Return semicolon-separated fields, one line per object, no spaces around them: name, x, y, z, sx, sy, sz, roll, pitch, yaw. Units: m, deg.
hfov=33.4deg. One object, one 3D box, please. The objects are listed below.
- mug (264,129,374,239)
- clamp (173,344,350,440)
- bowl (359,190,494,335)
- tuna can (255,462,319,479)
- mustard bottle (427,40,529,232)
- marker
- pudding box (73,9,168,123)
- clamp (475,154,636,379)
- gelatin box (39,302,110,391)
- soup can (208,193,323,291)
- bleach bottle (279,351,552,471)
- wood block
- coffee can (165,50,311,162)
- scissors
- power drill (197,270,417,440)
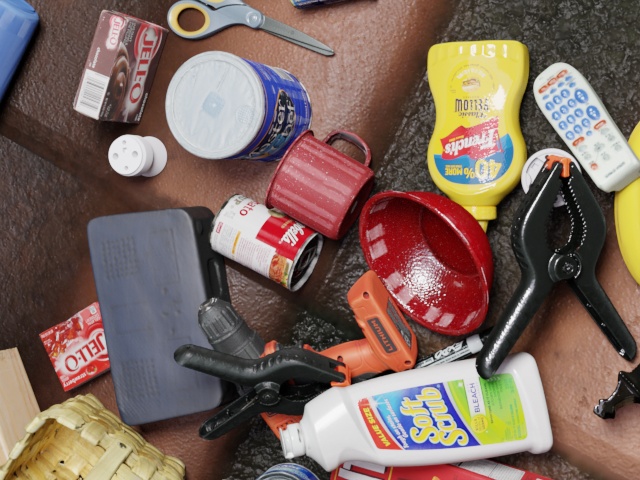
mug;0.008;-0.062;1.087;0.081;0.093;0.117;30;66;11
clamp;-0.059;0.136;1.048;0.171;0.039;0.120;-16;130;9
bowl;0.114;0.011;1.039;0.162;0.055;0.162;34;143;30
tuna can;-0.037;0.284;1.141;0.086;0.033;0.086;1;93;19
mustard bottle;0.153;-0.096;1.042;0.096;0.058;0.191;2;94;21
marker;0.135;0.114;1.080;0.121;0.020;0.020;-28;84;19
pudding box;-0.214;-0.185;1.151;0.039;0.090;0.113;25;101;18
clamp;0.210;0.029;0.983;0.164;0.036;0.210;-12;103;-16
gelatin box;-0.267;0.120;1.216;0.089;0.030;0.073;-28;84;19
soup can;-0.057;0.001;1.116;0.102;0.068;0.068;26;101;17
bleach bottle;0.087;0.176;1.019;0.250;0.068;0.102;-11;86;-8
wood block;-0.373;0.239;1.229;0.091;0.090;0.206;-23;85;18
coffee can;-0.079;-0.132;1.079;0.103;0.140;0.103;1;93;19
scissors;-0.086;-0.225;1.143;0.202;0.016;0.096;42;107;13
power drill;-0.011;0.105;1.086;0.188;0.057;0.184;-28;110;19
